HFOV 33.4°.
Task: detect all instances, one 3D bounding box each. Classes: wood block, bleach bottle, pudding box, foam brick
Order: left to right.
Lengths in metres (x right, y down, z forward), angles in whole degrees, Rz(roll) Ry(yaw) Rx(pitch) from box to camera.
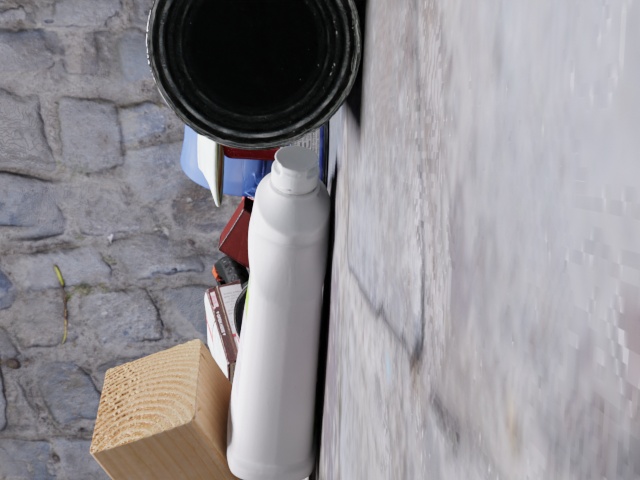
[{"bbox_3d":[-0.092,0.191,0.871,0.091,0.090,0.206,-92,-22,-53],"label":"wood block"},{"bbox_3d":[-0.084,0.107,1.046,0.113,0.039,0.090,94,159,-55],"label":"pudding box"},{"bbox_3d":[-0.057,0.001,1.073,0.051,0.078,0.053,-56,11,12],"label":"foam brick"},{"bbox_3d":[-0.027,0.051,0.746,0.102,0.068,0.251,-94,9,-52],"label":"bleach bottle"}]

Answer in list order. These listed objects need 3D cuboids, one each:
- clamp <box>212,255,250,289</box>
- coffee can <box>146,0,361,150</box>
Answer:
[{"bbox_3d":[-0.081,0.067,1.146,0.210,0.036,0.164,-121,21,-52],"label":"clamp"},{"bbox_3d":[-0.034,-0.110,0.569,0.140,0.102,0.103,-100,12,-75],"label":"coffee can"}]
